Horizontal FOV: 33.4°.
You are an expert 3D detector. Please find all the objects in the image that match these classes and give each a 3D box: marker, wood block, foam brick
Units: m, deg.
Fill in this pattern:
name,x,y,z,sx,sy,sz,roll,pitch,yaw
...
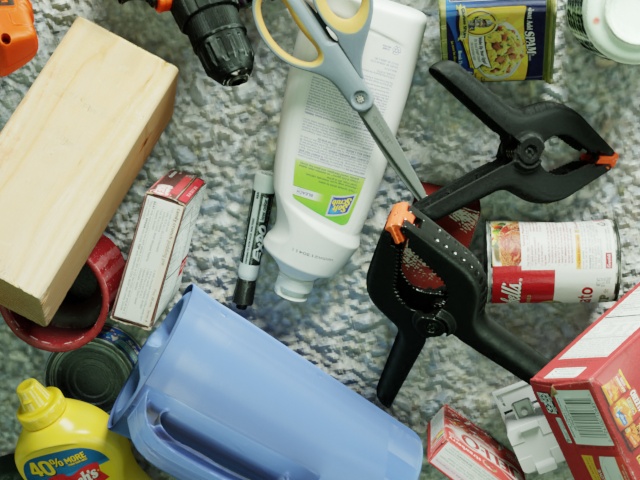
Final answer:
name,x,y,z,sx,sy,sz,roll,pitch,yaw
marker,-0.056,0.001,0.899,0.020,0.020,0.121,12,105,3
wood block,-0.197,-0.051,0.811,0.090,0.091,0.206,28,69,-1
foam brick,0.093,-0.002,0.864,0.051,0.053,0.078,18,105,1

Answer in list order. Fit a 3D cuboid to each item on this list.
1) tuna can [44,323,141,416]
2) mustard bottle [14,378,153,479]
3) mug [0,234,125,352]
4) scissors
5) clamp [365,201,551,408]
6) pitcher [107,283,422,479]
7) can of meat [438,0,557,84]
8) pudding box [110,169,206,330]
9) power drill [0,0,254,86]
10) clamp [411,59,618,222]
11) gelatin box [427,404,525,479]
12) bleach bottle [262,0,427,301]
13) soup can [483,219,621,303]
name,x,y,z,sx,sy,sz,roll,pitch,yaw
tuna can,-0.197,0.118,0.937,0.086,0.033,0.086,2,104,6
mustard bottle,-0.206,0.194,0.917,0.096,0.058,0.191,-16,120,16
mug,-0.211,0.025,0.890,0.093,0.081,0.117,-2,104,7
scissors,0.038,-0.125,0.790,0.201,0.016,0.096,41,105,-13
clamp,0.085,0.061,0.842,0.165,0.036,0.210,-14,125,29
pitcher,-0.042,0.155,0.864,0.242,0.145,0.149,31,68,-10
can of meat,0.132,-0.163,0.799,0.084,0.057,0.102,-1,146,9
pudding box,-0.131,0.006,0.872,0.039,0.090,0.113,17,106,1
power drill,-0.156,-0.179,0.784,0.187,0.057,0.184,-18,74,-24
clamp,0.145,-0.060,0.820,0.171,0.039,0.120,13,103,-18
gelatin box,0.132,0.185,0.897,0.089,0.073,0.030,37,105,-4
bleach bottle,0.003,-0.071,0.853,0.102,0.068,0.251,17,107,-1
soup can,0.183,0.016,0.851,0.102,0.068,0.068,-1,104,6
